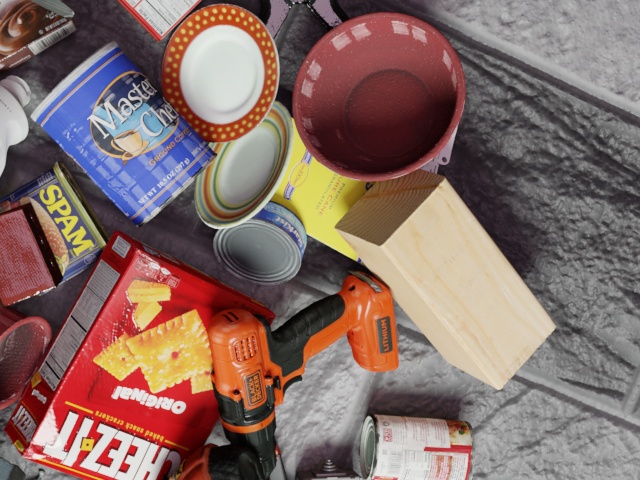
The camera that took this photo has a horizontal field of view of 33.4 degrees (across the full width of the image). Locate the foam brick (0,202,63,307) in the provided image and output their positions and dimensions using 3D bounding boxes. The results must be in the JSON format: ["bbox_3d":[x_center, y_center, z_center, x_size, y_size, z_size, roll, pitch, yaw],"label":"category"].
[{"bbox_3d":[-0.269,0.011,0.944,0.051,0.053,0.078,-22,100,-2],"label":"foam brick"}]

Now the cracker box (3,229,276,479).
[{"bbox_3d":[-0.164,0.122,0.990,0.164,0.072,0.214,30,89,-33],"label":"cracker box"}]

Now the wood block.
[{"bbox_3d":[0.120,0.034,1.010,0.090,0.091,0.206,-46,118,-10],"label":"wood block"}]

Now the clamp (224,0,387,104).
[{"bbox_3d":[-0.011,-0.234,1.027,0.164,0.036,0.210,-1,99,-11],"label":"clamp"}]

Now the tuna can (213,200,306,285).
[{"bbox_3d":[-0.057,0.001,1.018,0.086,0.033,0.086,8,134,9],"label":"tuna can"}]

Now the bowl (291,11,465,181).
[{"bbox_3d":[0.058,-0.127,0.993,0.162,0.055,0.162,-3,79,15],"label":"bowl"}]

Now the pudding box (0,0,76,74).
[{"bbox_3d":[-0.294,-0.206,0.976,0.113,0.039,0.090,-30,86,-7],"label":"pudding box"}]

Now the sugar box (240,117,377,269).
[{"bbox_3d":[0.016,-0.041,1.043,0.176,0.048,0.093,28,90,-9],"label":"sugar box"}]

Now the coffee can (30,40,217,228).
[{"bbox_3d":[-0.179,-0.096,0.978,0.103,0.103,0.140,-43,100,-4],"label":"coffee can"}]

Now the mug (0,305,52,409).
[{"bbox_3d":[-0.299,0.094,0.972,0.082,0.117,0.093,26,95,20],"label":"mug"}]

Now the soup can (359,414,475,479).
[{"bbox_3d":[0.096,0.211,1.066,0.102,0.068,0.068,6,94,-9],"label":"soup can"}]

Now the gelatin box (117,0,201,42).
[{"bbox_3d":[-0.147,-0.244,1.008,0.089,0.030,0.073,-45,101,-3],"label":"gelatin box"}]

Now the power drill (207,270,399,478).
[{"bbox_3d":[-0.014,0.123,1.010,0.187,0.057,0.184,-24,124,-28],"label":"power drill"}]

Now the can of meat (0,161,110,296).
[{"bbox_3d":[-0.253,-0.010,0.998,0.084,0.057,0.102,-31,98,-3],"label":"can of meat"}]
